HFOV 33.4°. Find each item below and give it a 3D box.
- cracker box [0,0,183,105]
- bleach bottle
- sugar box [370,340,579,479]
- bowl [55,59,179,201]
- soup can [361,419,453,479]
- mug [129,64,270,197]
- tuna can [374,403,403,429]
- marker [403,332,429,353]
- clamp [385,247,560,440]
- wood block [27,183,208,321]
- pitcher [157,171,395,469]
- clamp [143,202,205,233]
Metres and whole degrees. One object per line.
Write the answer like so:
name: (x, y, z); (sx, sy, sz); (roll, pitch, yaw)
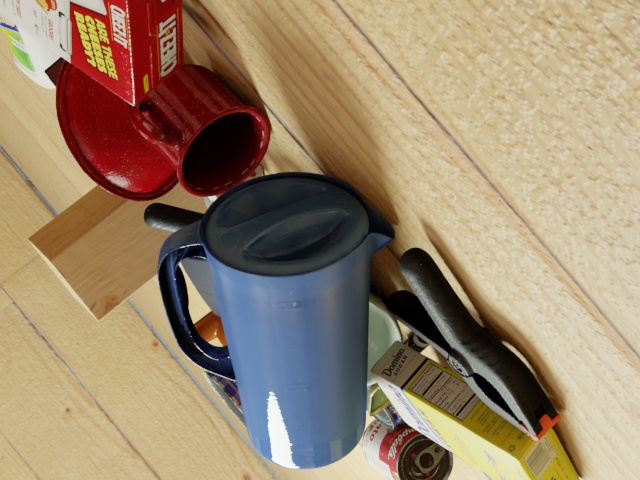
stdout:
cracker box: (-0.205, -0.228, 0.824); (0.214, 0.072, 0.164); (34, 150, 16)
bleach bottle: (-0.364, -0.298, 1.256); (0.103, 0.068, 0.251); (40, 160, 34)
sugar box: (0.128, 0.156, 0.908); (0.176, 0.048, 0.093); (22, 154, 46)
bowl: (-0.164, -0.120, 0.990); (0.055, 0.162, 0.162); (-16, 118, 38)
soup can: (0.096, 0.238, 1.196); (0.068, 0.068, 0.102); (54, 166, -15)
mug: (-0.112, -0.098, 0.913); (0.082, 0.117, 0.093); (47, 123, 32)
tuna can: (0.063, 0.166, 1.182); (0.086, 0.033, 0.086); (46, 165, 16)
marker: (0.087, 0.091, 0.955); (0.020, 0.020, 0.121); (48, 165, 8)
clamp: (0.112, 0.084, 0.830); (0.171, 0.039, 0.120); (51, 171, 6)
wood block: (-0.190, -0.023, 1.126); (0.090, 0.206, 0.090); (27, 154, 57)
pitcher: (-0.030, 0.075, 0.888); (0.149, 0.144, 0.243); (27, 137, 34)
clamp: (-0.057, 0.001, 0.999); (0.164, 0.036, 0.210); (19, 172, -38)
